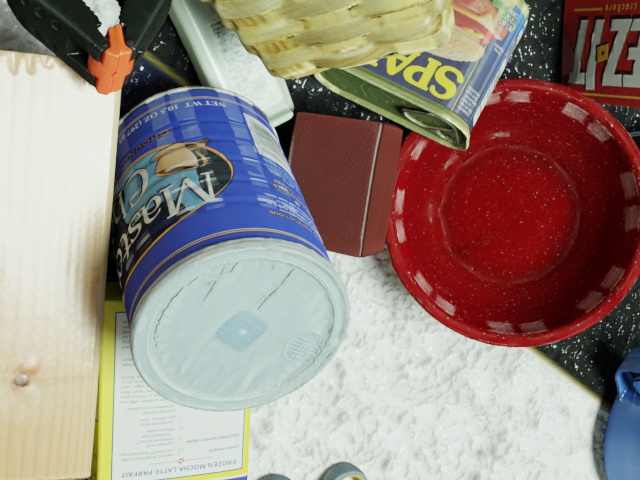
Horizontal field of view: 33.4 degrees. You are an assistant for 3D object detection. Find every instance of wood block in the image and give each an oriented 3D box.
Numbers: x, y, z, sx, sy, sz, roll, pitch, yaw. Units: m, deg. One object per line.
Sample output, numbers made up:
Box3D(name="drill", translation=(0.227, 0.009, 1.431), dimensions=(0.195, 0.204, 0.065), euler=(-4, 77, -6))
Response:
Box3D(name="wood block", translation=(-0.161, 0.008, 0.536), dimensions=(0.090, 0.090, 0.206), euler=(2, 99, -27))

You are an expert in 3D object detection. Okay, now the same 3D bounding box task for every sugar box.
Box3D(name="sugar box", translation=(-0.089, 0.112, 0.617), dimensions=(0.093, 0.048, 0.176), euler=(-1, 104, -25))

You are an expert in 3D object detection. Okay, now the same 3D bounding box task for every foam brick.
Box3D(name="foam brick", translation=(0.012, -0.033, 0.621), dimensions=(0.053, 0.051, 0.078), euler=(12, 98, 18))

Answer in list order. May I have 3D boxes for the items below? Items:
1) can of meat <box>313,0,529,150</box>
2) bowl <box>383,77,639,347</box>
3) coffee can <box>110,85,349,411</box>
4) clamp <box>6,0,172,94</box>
Box3D(name="can of meat", translation=(0.058, -0.113, 0.616), dimensions=(0.102, 0.057, 0.084), euler=(27, 84, 11))
Box3D(name="bowl", translation=(0.120, -0.017, 0.662), dimensions=(0.162, 0.055, 0.162), euler=(0, 90, 5))
Box3D(name="coffee can", translation=(-0.054, 0.001, 0.539), dimensions=(0.102, 0.140, 0.103), euler=(-10, 130, -12))
Box3D(name="clamp", translation=(-0.109, -0.147, 0.516), dimensions=(0.120, 0.039, 0.171), euler=(-18, 67, -23))
